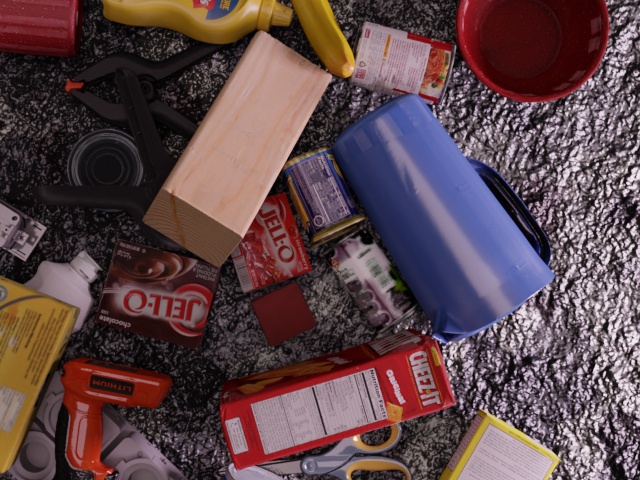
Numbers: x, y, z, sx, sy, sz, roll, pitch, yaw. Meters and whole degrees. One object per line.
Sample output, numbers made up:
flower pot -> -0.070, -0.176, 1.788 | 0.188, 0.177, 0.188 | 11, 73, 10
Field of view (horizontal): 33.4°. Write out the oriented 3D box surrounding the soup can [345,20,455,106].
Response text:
soup can -> 0.083, -0.184, 1.113 | 0.102, 0.068, 0.068 | 14, 87, -1

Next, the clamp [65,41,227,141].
clamp -> -0.176, -0.166, 1.118 | 0.171, 0.039, 0.120 | 11, 81, -8

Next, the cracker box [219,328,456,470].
cracker box -> 0.010, 0.149, 1.049 | 0.213, 0.164, 0.072 | -17, 91, -3

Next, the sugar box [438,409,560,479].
sugar box -> 0.163, 0.275, 1.110 | 0.093, 0.048, 0.176 | 31, 91, -1

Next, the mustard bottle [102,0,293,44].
mustard bottle -> -0.123, -0.254, 1.109 | 0.191, 0.058, 0.096 | 13, 63, -3

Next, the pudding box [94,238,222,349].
pudding box -> -0.167, 0.055, 1.108 | 0.113, 0.039, 0.090 | 15, 88, -1

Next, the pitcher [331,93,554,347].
pitcher -> 0.125, -0.028, 1.087 | 0.145, 0.149, 0.243 | -34, 86, 12

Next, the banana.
banana -> -0.007, -0.238, 1.100 | 0.037, 0.069, 0.198 | -23, 70, 3

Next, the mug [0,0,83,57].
mug -> -0.288, -0.240, 1.098 | 0.081, 0.093, 0.117 | 4, 51, -7

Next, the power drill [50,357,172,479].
power drill -> -0.199, 0.216, 1.029 | 0.184, 0.057, 0.187 | 13, 87, -2

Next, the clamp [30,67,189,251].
clamp -> -0.167, -0.064, 1.083 | 0.209, 0.036, 0.164 | 32, 71, -25

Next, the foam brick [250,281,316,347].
foam brick -> -0.038, 0.075, 1.093 | 0.053, 0.078, 0.051 | -23, 87, -3

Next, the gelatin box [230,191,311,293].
gelatin box -> -0.057, 0.001, 1.104 | 0.073, 0.030, 0.089 | -18, 89, -32

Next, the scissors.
scissors -> 0.000, 0.218, 1.120 | 0.201, 0.016, 0.096 | 12, 86, -2

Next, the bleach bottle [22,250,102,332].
bleach bottle -> -0.330, 0.101, 1.090 | 0.251, 0.068, 0.102 | -44, 91, -5

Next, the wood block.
wood block -> -0.081, -0.091, 1.050 | 0.090, 0.091, 0.206 | 32, 62, -8

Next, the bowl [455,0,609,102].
bowl -> 0.217, -0.221, 1.124 | 0.162, 0.055, 0.162 | 0, 87, -2

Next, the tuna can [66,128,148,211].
tuna can -> -0.220, -0.073, 1.114 | 0.086, 0.034, 0.086 | 0, 88, -2

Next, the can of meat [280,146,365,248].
can of meat -> 0.000, -0.044, 1.088 | 0.057, 0.102, 0.084 | -25, 86, -6
